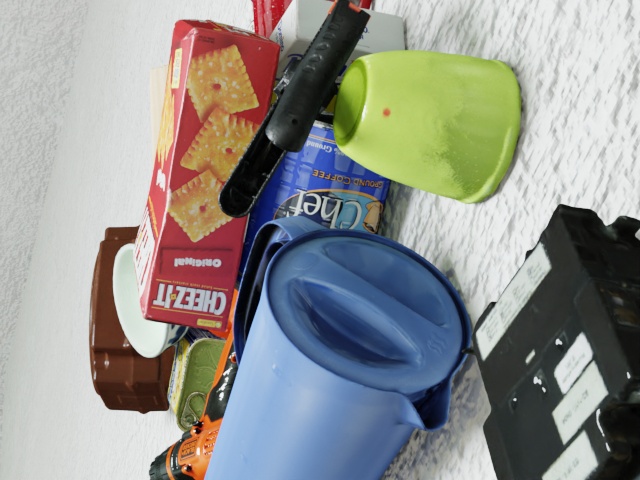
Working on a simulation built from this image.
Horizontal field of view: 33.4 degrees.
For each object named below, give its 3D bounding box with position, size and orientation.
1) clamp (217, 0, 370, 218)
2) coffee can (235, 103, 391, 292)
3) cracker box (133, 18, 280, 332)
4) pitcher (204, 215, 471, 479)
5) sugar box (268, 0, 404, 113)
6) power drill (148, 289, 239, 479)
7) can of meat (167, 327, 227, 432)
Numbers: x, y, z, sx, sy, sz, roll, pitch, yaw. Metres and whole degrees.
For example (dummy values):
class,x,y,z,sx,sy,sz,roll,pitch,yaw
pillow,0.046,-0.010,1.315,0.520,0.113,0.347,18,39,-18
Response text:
class,x,y,z,sx,sy,sz,roll,pitch,yaw
clamp,-0.009,-0.099,0.697,0.171,0.039,0.120,-63,15,-20
coffee can,-0.004,-0.024,0.808,0.103,0.102,0.140,-138,59,-66
cracker box,-0.094,-0.059,0.823,0.164,0.072,0.214,-127,48,-72
pitcher,-0.009,0.111,0.728,0.149,0.145,0.243,-74,6,-49
sugar box,-0.009,-0.129,0.882,0.176,0.093,0.048,137,136,-60
power drill,-0.094,0.140,0.986,0.185,0.057,0.187,-30,44,53
can of meat,-0.125,0.146,1.129,0.084,0.057,0.102,-157,77,-72
